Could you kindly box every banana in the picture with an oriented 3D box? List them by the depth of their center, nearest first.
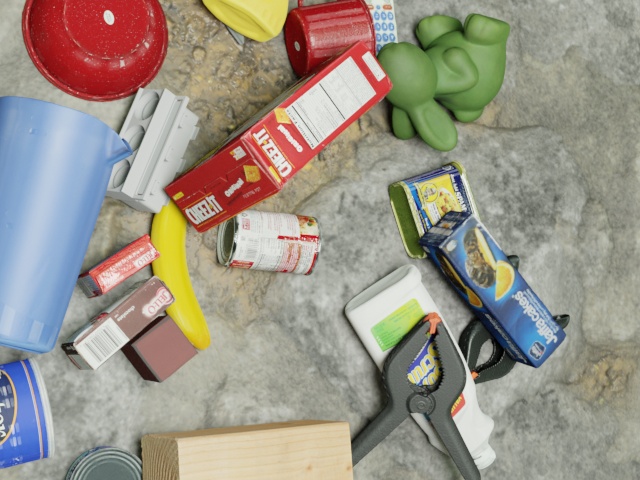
[{"bbox_3d":[-0.152,0.021,1.171,0.069,0.037,0.198,2,83,-21],"label":"banana"}]

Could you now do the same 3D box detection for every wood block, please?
[{"bbox_3d":[-0.075,0.243,1.131,0.205,0.091,0.090,0,84,-33],"label":"wood block"}]

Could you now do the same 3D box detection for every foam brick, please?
[{"bbox_3d":[-0.174,0.115,1.131,0.053,0.078,0.051,-40,100,-19],"label":"foam brick"}]

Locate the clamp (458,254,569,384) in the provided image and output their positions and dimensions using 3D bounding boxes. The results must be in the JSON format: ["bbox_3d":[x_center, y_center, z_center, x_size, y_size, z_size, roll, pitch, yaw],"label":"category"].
[{"bbox_3d":[0.234,0.117,1.319,0.120,0.039,0.171,37,78,-10],"label":"clamp"}]

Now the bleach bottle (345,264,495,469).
[{"bbox_3d":[0.135,0.157,1.252,0.102,0.068,0.251,-33,100,5],"label":"bleach bottle"}]

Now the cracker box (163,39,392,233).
[{"bbox_3d":[-0.042,-0.109,1.135,0.072,0.164,0.213,52,52,-9],"label":"cracker box"}]

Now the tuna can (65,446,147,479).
[{"bbox_3d":[-0.224,0.259,1.118,0.086,0.034,0.086,2,83,-22],"label":"tuna can"}]

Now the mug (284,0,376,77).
[{"bbox_3d":[0.007,-0.246,1.237,0.081,0.093,0.117,-13,95,-18],"label":"mug"}]

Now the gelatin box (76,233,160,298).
[{"bbox_3d":[-0.212,0.028,1.117,0.073,0.089,0.030,-35,98,-22],"label":"gelatin box"}]

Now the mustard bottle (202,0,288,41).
[{"bbox_3d":[-0.062,-0.332,1.229,0.096,0.058,0.191,30,67,-26],"label":"mustard bottle"}]

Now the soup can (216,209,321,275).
[{"bbox_3d":[-0.058,0.001,1.195,0.102,0.069,0.068,6,82,-21],"label":"soup can"}]

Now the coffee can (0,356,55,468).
[{"bbox_3d":[-0.340,0.178,1.041,0.140,0.103,0.103,-11,88,-23],"label":"coffee can"}]

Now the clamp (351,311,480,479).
[{"bbox_3d":[0.122,0.186,1.207,0.164,0.036,0.210,14,103,-2],"label":"clamp"}]

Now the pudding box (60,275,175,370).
[{"bbox_3d":[-0.211,0.086,1.111,0.113,0.090,0.039,-40,98,-21],"label":"pudding box"}]

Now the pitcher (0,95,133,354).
[{"bbox_3d":[-0.301,-0.017,1.075,0.144,0.149,0.243,20,80,-35],"label":"pitcher"}]

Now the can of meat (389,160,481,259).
[{"bbox_3d":[0.138,-0.035,1.286,0.083,0.058,0.102,-19,92,-22],"label":"can of meat"}]

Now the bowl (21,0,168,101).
[{"bbox_3d":[-0.237,-0.234,1.154,0.161,0.055,0.162,2,84,-23],"label":"bowl"}]
